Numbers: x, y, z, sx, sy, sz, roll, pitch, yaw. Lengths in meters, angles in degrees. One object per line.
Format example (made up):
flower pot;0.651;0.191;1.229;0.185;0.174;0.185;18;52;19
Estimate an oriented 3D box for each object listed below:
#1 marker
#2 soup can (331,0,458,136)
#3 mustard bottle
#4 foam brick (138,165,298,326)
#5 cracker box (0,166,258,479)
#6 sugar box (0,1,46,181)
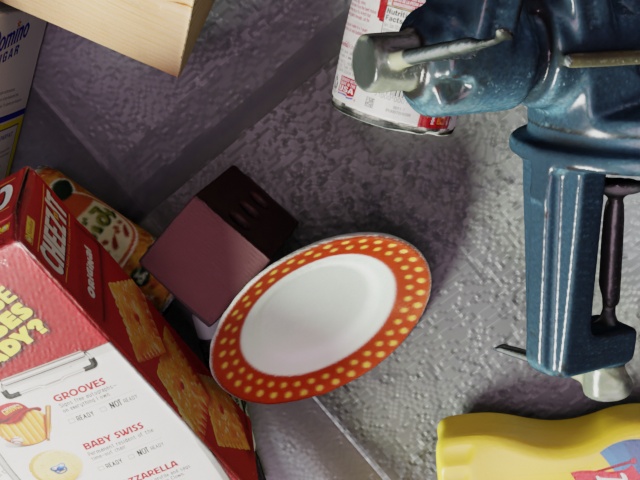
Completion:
marker;-0.054;0.098;0.639;0.020;0.020;0.121;-10;104;11
soup can;0.049;-0.111;0.538;0.068;0.068;0.102;15;108;4
mustard bottle;0.164;0.139;0.596;0.192;0.058;0.096;-6;106;10
foam brick;-0.054;0.001;0.581;0.053;0.078;0.051;42;109;-4
cracker box;-0.154;0.086;0.551;0.164;0.072;0.213;-27;127;10
sugar box;-0.204;-0.049;0.583;0.048;0.093;0.176;19;107;5
